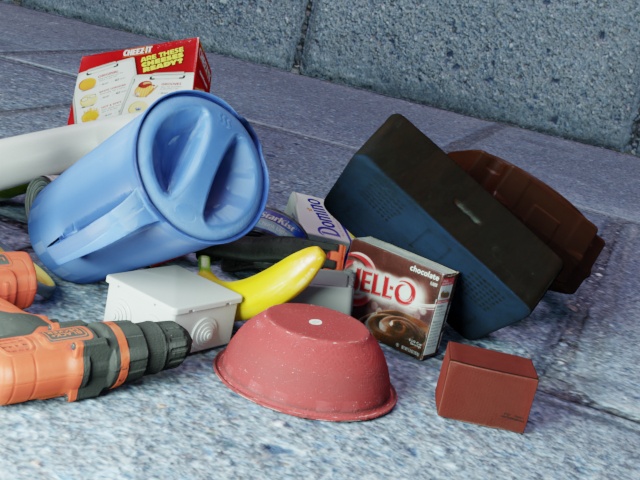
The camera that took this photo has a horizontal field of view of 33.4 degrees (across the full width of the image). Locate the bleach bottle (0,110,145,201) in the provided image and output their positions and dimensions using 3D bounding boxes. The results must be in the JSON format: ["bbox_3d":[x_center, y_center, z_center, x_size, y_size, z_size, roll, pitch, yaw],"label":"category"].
[{"bbox_3d":[-0.275,-0.103,1.208,0.251,0.068,0.102,-13,-2,10],"label":"bleach bottle"}]

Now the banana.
[{"bbox_3d":[-0.070,0.042,0.989,0.037,0.069,0.198,18,-13,-39],"label":"banana"}]

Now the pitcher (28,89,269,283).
[{"bbox_3d":[-0.174,-0.031,0.960,0.149,0.145,0.243,16,-24,-36],"label":"pitcher"}]

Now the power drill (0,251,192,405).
[{"bbox_3d":[-0.220,0.065,0.852,0.184,0.057,0.188,-3,21,-45],"label":"power drill"}]

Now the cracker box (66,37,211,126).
[{"bbox_3d":[-0.228,-0.150,1.344,0.164,0.072,0.213,-7,50,9],"label":"cracker box"}]

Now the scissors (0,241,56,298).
[{"bbox_3d":[-0.307,0.003,1.018,0.096,0.016,0.202,33,5,-32],"label":"scissors"}]

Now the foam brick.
[{"bbox_3d":[0.141,0.126,0.917,0.078,0.053,0.051,13,15,0],"label":"foam brick"}]

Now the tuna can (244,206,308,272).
[{"bbox_3d":[-0.058,0.001,1.167,0.086,0.086,0.033,16,57,14],"label":"tuna can"}]

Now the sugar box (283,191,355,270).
[{"bbox_3d":[0.047,-0.001,1.259,0.176,0.048,0.093,15,29,-18],"label":"sugar box"}]

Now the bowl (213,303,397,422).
[{"bbox_3d":[-0.008,0.095,0.912,0.162,0.055,0.162,11,14,-3],"label":"bowl"}]

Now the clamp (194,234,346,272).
[{"bbox_3d":[-0.061,0.011,1.090,0.172,0.039,0.120,-2,-10,31],"label":"clamp"}]

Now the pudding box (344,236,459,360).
[{"bbox_3d":[0.073,0.055,1.054,0.114,0.090,0.039,21,17,31],"label":"pudding box"}]
